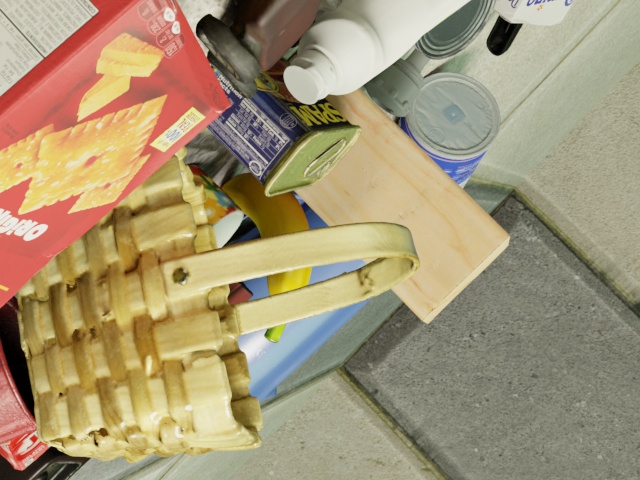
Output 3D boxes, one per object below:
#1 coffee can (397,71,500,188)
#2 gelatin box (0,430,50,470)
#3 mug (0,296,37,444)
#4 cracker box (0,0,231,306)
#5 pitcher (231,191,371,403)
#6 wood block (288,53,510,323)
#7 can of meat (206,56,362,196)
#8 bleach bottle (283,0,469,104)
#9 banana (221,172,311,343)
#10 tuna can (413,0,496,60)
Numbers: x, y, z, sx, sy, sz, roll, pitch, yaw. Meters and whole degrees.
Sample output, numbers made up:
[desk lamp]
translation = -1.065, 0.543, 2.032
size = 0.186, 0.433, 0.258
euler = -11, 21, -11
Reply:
[coffee can]
translation = 0.130, -0.107, 1.186
size = 0.102, 0.103, 0.140
euler = -40, 169, -21
[gelatin box]
translation = -0.185, 0.112, 0.734
size = 0.089, 0.030, 0.073
euler = -43, 166, -24
[mug]
translation = -0.216, 0.080, 0.652
size = 0.081, 0.117, 0.093
euler = -21, 126, -1
[cracker box]
translation = -0.149, -0.038, 0.487
size = 0.213, 0.072, 0.164
euler = -43, 169, -5
[pitcher]
translation = -0.020, 0.021, 0.961
size = 0.243, 0.145, 0.149
euler = -40, 167, -2
[wood block]
translation = 0.038, -0.041, 0.813
size = 0.090, 0.206, 0.090
euler = -45, 170, 2
[can of meat]
translation = -0.031, -0.082, 0.728
size = 0.057, 0.084, 0.102
euler = -49, 168, 23
[bleach bottle]
translation = 0.070, -0.172, 0.720
size = 0.250, 0.068, 0.103
euler = -44, -170, -31
[banana]
translation = -0.042, -0.009, 0.821
size = 0.070, 0.037, 0.198
euler = -43, -146, 16
[tuna can]
translation = 0.101, -0.192, 0.863
size = 0.086, 0.034, 0.086
euler = -28, 143, -23
